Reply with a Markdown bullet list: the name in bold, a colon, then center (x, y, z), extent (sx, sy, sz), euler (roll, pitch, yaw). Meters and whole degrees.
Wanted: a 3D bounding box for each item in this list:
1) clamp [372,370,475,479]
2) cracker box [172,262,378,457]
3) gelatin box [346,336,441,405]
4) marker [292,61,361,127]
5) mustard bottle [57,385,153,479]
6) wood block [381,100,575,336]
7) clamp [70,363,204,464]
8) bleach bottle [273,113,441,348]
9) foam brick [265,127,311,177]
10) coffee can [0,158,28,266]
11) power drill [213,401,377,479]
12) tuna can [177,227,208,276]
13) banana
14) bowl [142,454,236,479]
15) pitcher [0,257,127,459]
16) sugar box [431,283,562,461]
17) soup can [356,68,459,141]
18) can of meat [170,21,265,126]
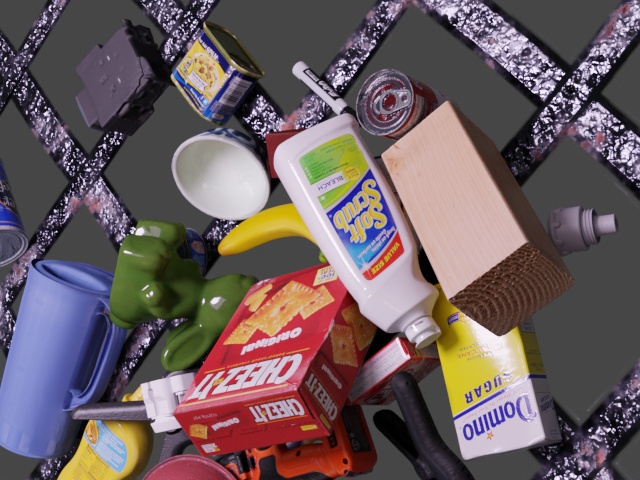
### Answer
- **clamp**: center (0.107, 0.218, 1.059), extent (0.039, 0.120, 0.171), euler (-25, 76, -15)
- **cracker box**: center (-0.036, 0.114, 1.101), extent (0.164, 0.213, 0.072), euler (-17, 117, 34)
- **gelatin box**: center (0.073, 0.136, 1.091), extent (0.089, 0.073, 0.030), euler (-42, 61, 24)
- **marker**: center (0.009, -0.166, 1.224), extent (0.121, 0.020, 0.020), euler (47, 110, 32)
- **mustard bottle**: center (-0.258, 0.264, 1.328), extent (0.096, 0.058, 0.192), euler (37, 105, 34)
- **wood block**: center (0.145, -0.023, 1.012), extent (0.091, 0.090, 0.206), euler (-40, 42, 19)
- **clamp**: center (-0.172, 0.221, 1.260), extent (0.210, 0.036, 0.164), euler (-32, 88, 9)
- **bleach bottle**: center (0.051, -0.005, 1.079), extent (0.102, 0.068, 0.251), euler (-26, 67, -14)
- **foam brick**: center (-0.014, -0.100, 1.203), extent (0.078, 0.051, 0.053), euler (1, 101, 37)
- **coffee can**: center (-0.485, -0.043, 1.522), extent (0.103, 0.102, 0.140), euler (-38, 61, 26)
- **power drill**: center (-0.040, 0.213, 1.154), extent (0.188, 0.057, 0.184), euler (-31, 70, 31)
- **tuna can**: center (-0.182, 0.024, 1.326), extent (0.086, 0.033, 0.086), euler (-7, 78, 36)
- **banana**: center (-0.045, -0.012, 1.211), extent (0.198, 0.037, 0.069), euler (0, 46, 51)
- **bowl**: center (-0.152, 0.313, 1.142), extent (0.162, 0.055, 0.162), euler (-2, 85, 25)
- **pitcher**: center (-0.331, 0.154, 1.360), extent (0.145, 0.149, 0.243), euler (18, 99, -5)
- **sugar box**: center (0.166, 0.119, 1.041), extent (0.093, 0.048, 0.176), euler (-23, 68, 32)
- **soup can**: center (0.093, -0.131, 1.102), extent (0.069, 0.102, 0.068), euler (-7, 78, 36)
- **can of meat**: center (-0.128, -0.203, 1.310), extent (0.084, 0.057, 0.102), euler (-51, 56, 22)
